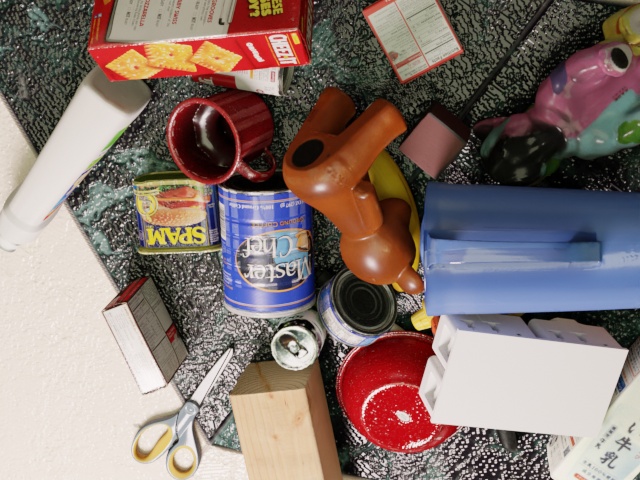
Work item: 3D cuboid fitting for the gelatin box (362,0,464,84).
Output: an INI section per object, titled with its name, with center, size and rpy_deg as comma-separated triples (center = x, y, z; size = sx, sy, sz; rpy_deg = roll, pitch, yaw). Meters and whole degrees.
[gelatin box]
center = 0.097, -0.217, 1.102
size = 0.073, 0.030, 0.089
rpy_deg = -27, 101, 16

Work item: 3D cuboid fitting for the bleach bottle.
[bleach bottle]
center = -0.290, -0.082, 1.195
size = 0.068, 0.102, 0.251
rpy_deg = 38, 117, -9

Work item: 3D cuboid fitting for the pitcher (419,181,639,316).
[pitcher]
center = 0.216, 0.010, 1.020
size = 0.243, 0.149, 0.145
rpy_deg = 0, 134, 11

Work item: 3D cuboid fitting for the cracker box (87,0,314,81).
[cracker box]
center = -0.114, -0.251, 1.071
size = 0.214, 0.072, 0.164
rpy_deg = -3, 67, 12

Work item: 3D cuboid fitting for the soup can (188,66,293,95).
[soup can]
center = -0.082, -0.193, 1.125
size = 0.102, 0.068, 0.068
rpy_deg = 10, 109, 7

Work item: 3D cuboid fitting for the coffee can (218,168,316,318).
[coffee can]
center = -0.058, 0.001, 1.163
size = 0.103, 0.102, 0.140
rpy_deg = 2, 108, 11

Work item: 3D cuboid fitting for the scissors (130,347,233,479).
[scissors]
center = -0.148, 0.220, 1.297
size = 0.202, 0.016, 0.096
rpy_deg = -39, 98, 20

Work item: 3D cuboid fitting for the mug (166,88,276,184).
[mug]
center = -0.094, -0.107, 1.134
size = 0.117, 0.081, 0.093
rpy_deg = 41, 125, 11

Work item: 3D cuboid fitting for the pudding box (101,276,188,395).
[pudding box]
center = -0.201, 0.108, 1.232
size = 0.039, 0.090, 0.113
rpy_deg = -22, 102, 16

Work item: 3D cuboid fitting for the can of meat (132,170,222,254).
[can of meat]
center = -0.157, -0.033, 1.197
size = 0.102, 0.057, 0.084
rpy_deg = -2, 105, 12

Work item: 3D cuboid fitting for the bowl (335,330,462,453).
[bowl]
center = 0.094, 0.184, 1.206
size = 0.162, 0.055, 0.162
rpy_deg = 4, 117, 8

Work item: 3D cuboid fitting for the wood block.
[wood block]
center = -0.033, 0.251, 1.244
size = 0.090, 0.090, 0.206
rpy_deg = -8, 106, 13

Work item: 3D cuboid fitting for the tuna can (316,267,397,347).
[tuna can]
center = 0.041, 0.071, 1.172
size = 0.086, 0.086, 0.034
rpy_deg = 41, 143, -4

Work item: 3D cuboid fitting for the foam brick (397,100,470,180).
[foam brick]
center = 0.119, -0.105, 1.107
size = 0.051, 0.078, 0.053
rpy_deg = 39, 108, -2

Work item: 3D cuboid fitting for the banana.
[banana]
center = 0.069, -0.040, 1.162
size = 0.070, 0.037, 0.198
rpy_deg = -23, 101, 30

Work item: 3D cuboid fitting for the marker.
[marker]
center = 0.043, 0.073, 1.210
size = 0.121, 0.020, 0.020
rpy_deg = 38, 110, -2
